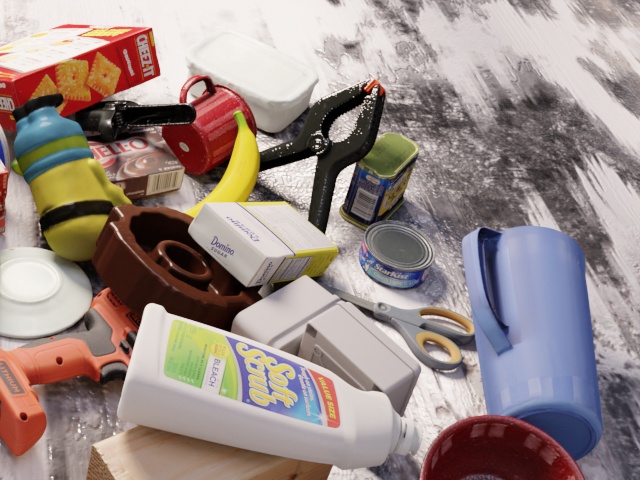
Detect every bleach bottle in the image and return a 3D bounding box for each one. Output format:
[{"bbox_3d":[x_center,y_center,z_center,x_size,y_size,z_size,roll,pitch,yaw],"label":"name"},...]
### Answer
[{"bbox_3d":[-0.037,0.132,0.897,0.250,0.068,0.102,15,40,-8],"label":"bleach bottle"}]

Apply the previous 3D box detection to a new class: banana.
[{"bbox_3d":[-0.118,-0.057,1.227,0.069,0.037,0.197,36,59,-12],"label":"banana"}]

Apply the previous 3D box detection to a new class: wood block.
[{"bbox_3d":[-0.090,0.196,0.922,0.205,0.091,0.090,-18,52,-36],"label":"wood block"}]

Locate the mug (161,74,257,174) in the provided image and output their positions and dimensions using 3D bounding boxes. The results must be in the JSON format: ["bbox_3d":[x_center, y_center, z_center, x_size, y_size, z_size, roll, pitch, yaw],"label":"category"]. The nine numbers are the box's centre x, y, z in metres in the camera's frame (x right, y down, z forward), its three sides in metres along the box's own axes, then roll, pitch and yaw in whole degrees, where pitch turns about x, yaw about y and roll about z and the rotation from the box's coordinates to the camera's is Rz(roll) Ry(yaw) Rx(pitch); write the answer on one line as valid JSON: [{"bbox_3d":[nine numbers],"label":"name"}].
[{"bbox_3d":[-0.140,-0.141,1.287,0.093,0.117,0.081,13,37,37],"label":"mug"}]

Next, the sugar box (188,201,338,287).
[{"bbox_3d":[-0.058,0.002,1.140,0.093,0.048,0.176,41,20,19],"label":"sugar box"}]

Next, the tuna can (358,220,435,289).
[{"bbox_3d":[0.088,0.017,1.242,0.086,0.034,0.086,10,40,-9],"label":"tuna can"}]

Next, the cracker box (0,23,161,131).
[{"bbox_3d":[-0.324,-0.198,1.275,0.164,0.072,0.213,11,30,37],"label":"cracker box"}]

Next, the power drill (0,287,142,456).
[{"bbox_3d":[-0.210,0.130,0.985,0.187,0.057,0.185,-17,46,-38],"label":"power drill"}]

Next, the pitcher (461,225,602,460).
[{"bbox_3d":[0.216,0.104,1.109,0.149,0.145,0.242,4,43,0],"label":"pitcher"}]

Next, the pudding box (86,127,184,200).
[{"bbox_3d":[-0.228,-0.088,1.246,0.113,0.039,0.090,-11,46,-31],"label":"pudding box"}]

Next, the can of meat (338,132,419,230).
[{"bbox_3d":[0.073,-0.074,1.304,0.057,0.084,0.101,30,41,15],"label":"can of meat"}]

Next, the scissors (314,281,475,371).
[{"bbox_3d":[0.074,0.092,1.163,0.201,0.016,0.096,11,40,-7],"label":"scissors"}]

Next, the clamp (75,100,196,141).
[{"bbox_3d":[-0.239,-0.140,1.235,0.172,0.039,0.120,6,14,43],"label":"clamp"}]

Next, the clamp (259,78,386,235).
[{"bbox_3d":[0.006,-0.098,1.253,0.165,0.210,0.036,51,8,27],"label":"clamp"}]

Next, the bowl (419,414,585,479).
[{"bbox_3d":[0.162,0.243,0.973,0.162,0.055,0.162,7,52,-9],"label":"bowl"}]
